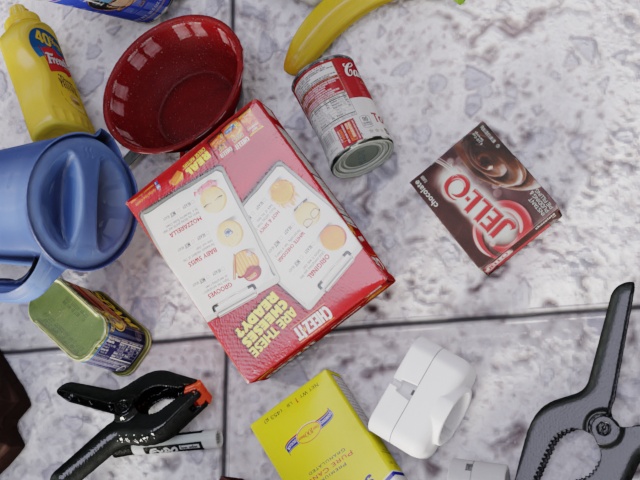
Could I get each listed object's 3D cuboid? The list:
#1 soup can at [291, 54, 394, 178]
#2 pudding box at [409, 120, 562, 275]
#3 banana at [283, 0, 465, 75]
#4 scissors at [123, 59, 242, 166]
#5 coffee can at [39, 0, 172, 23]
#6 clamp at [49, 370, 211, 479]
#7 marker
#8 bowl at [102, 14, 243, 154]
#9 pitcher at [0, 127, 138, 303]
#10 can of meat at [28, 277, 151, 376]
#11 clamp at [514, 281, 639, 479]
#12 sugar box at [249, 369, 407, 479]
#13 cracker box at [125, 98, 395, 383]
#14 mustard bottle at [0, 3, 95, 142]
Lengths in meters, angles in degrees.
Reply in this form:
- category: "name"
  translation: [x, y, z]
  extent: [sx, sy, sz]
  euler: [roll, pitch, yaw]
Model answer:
- category: "soup can"
  translation: [0.021, -0.120, 1.037]
  extent: [0.068, 0.068, 0.102]
  euler: [-29, 68, 12]
- category: "pudding box"
  translation: [0.152, -0.038, 0.979]
  extent: [0.090, 0.039, 0.113]
  euler: [-40, 65, 7]
- category: "banana"
  translation: [0.044, -0.234, 1.076]
  extent: [0.198, 0.037, 0.069]
  euler: [-22, 68, 14]
- category: "scissors"
  translation: [-0.155, -0.117, 1.133]
  extent: [0.096, 0.016, 0.202]
  euler: [29, 88, 25]
- category: "coffee can"
  translation: [-0.234, -0.292, 1.129]
  extent: [0.103, 0.140, 0.103]
  euler: [-1, 89, 39]
- category: "clamp"
  translation: [-0.190, 0.179, 1.039]
  extent: [0.172, 0.039, 0.120]
  euler: [-14, 53, 18]
- category: "marker"
  translation: [-0.154, 0.199, 1.044]
  extent: [0.121, 0.020, 0.020]
  euler: [-9, 73, 19]
- category: "bowl"
  translation: [-0.139, -0.148, 1.088]
  extent: [0.162, 0.055, 0.162]
  euler: [-10, 63, 20]
- category: "pitcher"
  translation: [-0.314, -0.025, 1.080]
  extent: [0.243, 0.149, 0.145]
  euler: [-2, 105, 40]
- category: "can of meat"
  translation: [-0.233, 0.086, 1.070]
  extent: [0.102, 0.083, 0.057]
  euler: [36, 90, 26]
- category: "clamp"
  translation: [0.249, 0.161, 0.888]
  extent: [0.165, 0.036, 0.210]
  euler: [43, 95, 26]
- category: "sugar box"
  translation: [0.021, 0.214, 0.957]
  extent: [0.093, 0.048, 0.176]
  euler: [-38, 65, 7]
- category: "cracker box"
  translation: [-0.057, 0.001, 1.013]
  extent: [0.164, 0.072, 0.214]
  euler: [-38, 79, 9]
- category: "mustard bottle"
  translation: [-0.305, -0.181, 1.165]
  extent: [0.058, 0.096, 0.192]
  euler: [-30, 67, 11]
